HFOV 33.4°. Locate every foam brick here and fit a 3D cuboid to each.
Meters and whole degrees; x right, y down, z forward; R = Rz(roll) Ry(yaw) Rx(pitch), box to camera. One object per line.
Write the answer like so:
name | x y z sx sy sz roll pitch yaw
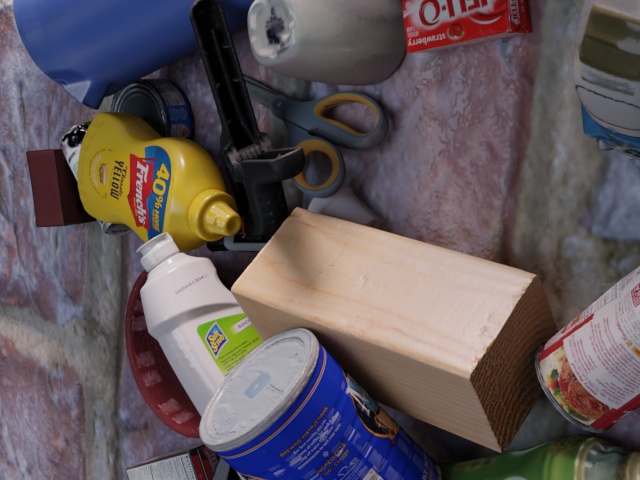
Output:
foam brick | -0.255 -0.055 1.071 0.051 0.052 0.078 -2 97 44

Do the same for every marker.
marker | -0.056 0.001 0.914 0.121 0.020 0.020 1 98 43

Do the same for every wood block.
wood block | 0.052 0.056 0.748 0.206 0.090 0.090 17 149 39

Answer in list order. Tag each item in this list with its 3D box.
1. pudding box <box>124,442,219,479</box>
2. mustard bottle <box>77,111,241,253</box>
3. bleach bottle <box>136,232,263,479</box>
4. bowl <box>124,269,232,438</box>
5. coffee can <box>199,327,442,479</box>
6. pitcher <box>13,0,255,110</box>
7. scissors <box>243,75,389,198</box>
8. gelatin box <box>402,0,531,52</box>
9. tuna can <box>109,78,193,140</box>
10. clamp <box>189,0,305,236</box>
pudding box | -0.132 0.247 1.020 0.114 0.039 0.090 -23 81 41
mustard bottle | -0.131 -0.041 0.894 0.192 0.058 0.096 25 109 42
bleach bottle | -0.059 0.102 0.840 0.068 0.102 0.251 -36 87 44
bowl | -0.105 0.091 0.952 0.162 0.055 0.162 10 104 42
coffee can | 0.001 0.144 0.734 0.103 0.102 0.140 -24 117 43
pitcher | -0.124 -0.220 0.861 0.243 0.144 0.149 -15 114 37
scissors | -0.032 -0.089 0.854 0.202 0.016 0.096 14 77 41
gelatin box | 0.097 -0.171 0.729 0.089 0.030 0.073 -2 96 44
tuna can | -0.155 -0.106 0.979 0.086 0.033 0.086 10 104 42
clamp | -0.049 -0.059 0.811 0.210 0.036 0.165 86 159 -53
